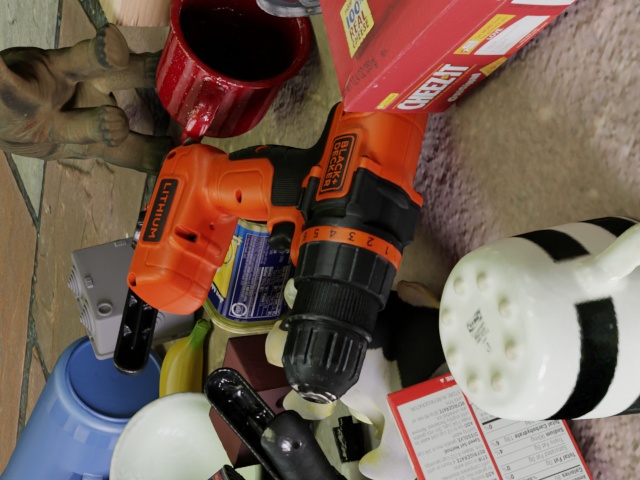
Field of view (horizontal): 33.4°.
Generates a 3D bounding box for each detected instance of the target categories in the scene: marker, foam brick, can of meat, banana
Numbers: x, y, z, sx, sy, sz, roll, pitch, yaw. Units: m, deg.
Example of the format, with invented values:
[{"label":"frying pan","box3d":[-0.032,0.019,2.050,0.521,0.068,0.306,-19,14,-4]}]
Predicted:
[{"label":"marker","box3d":[0.027,0.168,0.658,0.020,0.020,0.121,-31,66,59]},{"label":"foam brick","box3d":[-0.039,0.109,0.735,0.051,0.052,0.078,56,141,42]},{"label":"can of meat","box3d":[-0.055,0.001,0.745,0.102,0.057,0.084,50,134,48]},{"label":"banana","box3d":[-0.105,0.167,0.882,0.070,0.037,0.198,-25,73,62]}]

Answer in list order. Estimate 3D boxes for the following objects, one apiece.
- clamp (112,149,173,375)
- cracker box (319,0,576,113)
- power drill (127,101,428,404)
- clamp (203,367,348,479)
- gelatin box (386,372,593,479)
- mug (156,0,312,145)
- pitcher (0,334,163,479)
[{"label":"clamp","box3d":[-0.128,0.006,0.822,0.210,0.036,0.164,-139,64,-79]},{"label":"cracker box","box3d":[0.050,-0.190,0.504,0.164,0.072,0.214,-38,60,57]},{"label":"power drill","box3d":[-0.028,0.001,0.598,0.188,0.057,0.184,-6,60,44]},{"label":"clamp","box3d":[0.002,0.144,0.591,0.171,0.039,0.120,51,172,-10]},{"label":"gelatin box","box3d":[0.080,0.102,0.492,0.030,0.073,0.089,76,173,-63]},{"label":"mug","box3d":[-0.065,-0.110,0.701,0.082,0.093,0.117,130,160,-59]},{"label":"pitcher","box3d":[-0.223,0.205,1.014,0.149,0.144,0.243,45,135,15]}]
